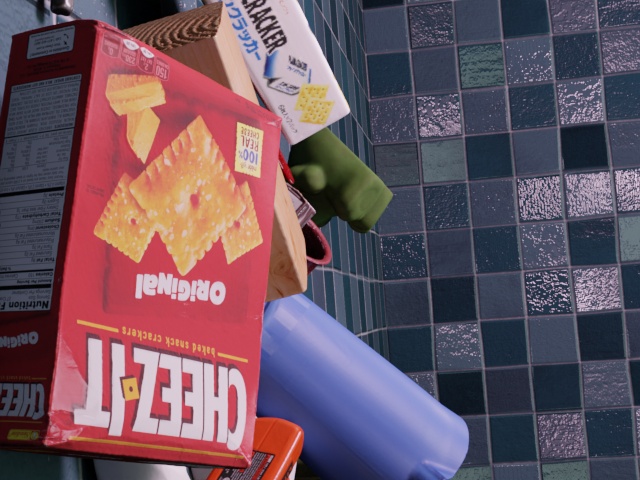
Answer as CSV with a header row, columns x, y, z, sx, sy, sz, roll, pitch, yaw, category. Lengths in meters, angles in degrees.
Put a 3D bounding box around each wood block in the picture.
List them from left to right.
x,y,z,sx,sy,sz,roll,pitch,yaw,category
-0.082,-0.058,0.791,0.090,0.091,0.206,-93,166,-62,wood block

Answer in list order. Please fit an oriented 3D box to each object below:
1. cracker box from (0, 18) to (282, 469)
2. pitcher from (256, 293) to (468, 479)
x,y,z,sx,sy,sz,roll,pitch,yaw,category
-0.098,0.011,0.578,0.164,0.072,0.213,23,67,-54,cracker box
0.007,0.146,0.992,0.242,0.149,0.145,43,39,-17,pitcher
